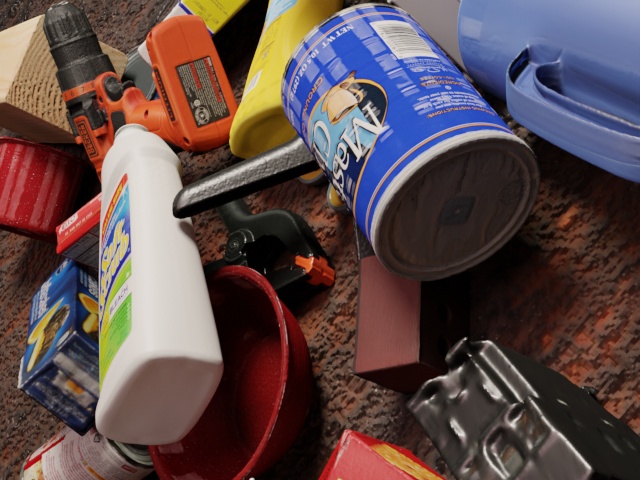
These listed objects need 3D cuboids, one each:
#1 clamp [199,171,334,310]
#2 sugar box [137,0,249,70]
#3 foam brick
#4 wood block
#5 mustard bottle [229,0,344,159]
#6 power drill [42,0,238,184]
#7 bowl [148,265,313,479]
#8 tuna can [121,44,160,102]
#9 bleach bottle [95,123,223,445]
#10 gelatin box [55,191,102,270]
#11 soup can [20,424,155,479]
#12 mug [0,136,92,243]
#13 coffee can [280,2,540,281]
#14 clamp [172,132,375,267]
[{"bbox_3d":[-0.055,0.001,0.811,0.172,0.039,0.120,1,75,40],"label":"clamp"},{"bbox_3d":[-0.080,-0.220,0.919,0.176,0.048,0.093,-38,15,24],"label":"sugar box"},{"bbox_3d":[0.057,0.050,0.658,0.051,0.052,0.078,-18,58,39],"label":"foam brick"},{"bbox_3d":[-0.275,-0.153,1.047,0.206,0.090,0.090,10,77,61],"label":"wood block"},{"bbox_3d":[-0.019,-0.157,0.831,0.096,0.058,0.191,-42,32,57],"label":"mustard bottle"},{"bbox_3d":[-0.154,-0.128,0.889,0.188,0.057,0.184,-8,107,52],"label":"power drill"},{"bbox_3d":[-0.055,0.101,0.734,0.162,0.055,0.162,-25,56,44],"label":"bowl"},{"bbox_3d":[-0.165,-0.139,1.002,0.086,0.033,0.086,-23,54,36],"label":"tuna can"},{"bbox_3d":[-0.126,0.014,0.763,0.103,0.068,0.251,-57,34,36],"label":"bleach bottle"},{"bbox_3d":[-0.161,-0.003,0.882,0.073,0.089,0.030,-34,48,29],"label":"gelatin box"},{"bbox_3d":[-0.172,0.167,0.818,0.102,0.068,0.068,-38,46,25],"label":"soup can"},{"bbox_3d":[-0.279,-0.045,1.037,0.117,0.093,0.081,160,125,-76],"label":"mug"},{"bbox_3d":[0.049,-0.060,0.629,0.103,0.102,0.140,-47,47,17],"label":"coffee can"},{"bbox_3d":[0.024,-0.051,0.727,0.164,0.036,0.210,38,80,8],"label":"clamp"}]
